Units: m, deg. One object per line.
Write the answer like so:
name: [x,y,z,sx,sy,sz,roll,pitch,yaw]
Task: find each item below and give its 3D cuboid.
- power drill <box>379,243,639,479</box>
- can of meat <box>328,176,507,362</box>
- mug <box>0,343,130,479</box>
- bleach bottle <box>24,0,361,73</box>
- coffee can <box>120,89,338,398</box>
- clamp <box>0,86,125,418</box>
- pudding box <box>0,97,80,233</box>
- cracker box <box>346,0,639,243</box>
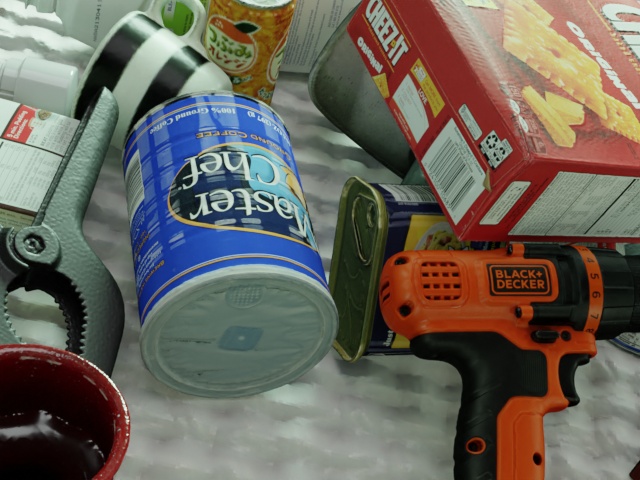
power drill: [0.126,0.091,0.545,0.184,0.057,0.187,0,67,-10]
can of meat: [0.055,0.017,0.611,0.083,0.102,0.057,1,18,-21]
mug: [-0.138,0.113,0.462,0.093,0.082,0.117,22,41,10]
bleach bottle: [-0.078,-0.173,0.752,0.250,0.103,0.068,2,41,-18]
coffee can: [-0.054,0.001,0.590,0.102,0.103,0.140,1,46,-17]
clamp: [-0.150,0.003,0.561,0.164,0.036,0.210,-16,74,-40]
pudding box: [-0.201,-0.045,0.633,0.113,0.039,0.090,14,46,-2]
cracker box: [0.142,-0.081,0.627,0.213,0.072,0.164,0,51,-34]
